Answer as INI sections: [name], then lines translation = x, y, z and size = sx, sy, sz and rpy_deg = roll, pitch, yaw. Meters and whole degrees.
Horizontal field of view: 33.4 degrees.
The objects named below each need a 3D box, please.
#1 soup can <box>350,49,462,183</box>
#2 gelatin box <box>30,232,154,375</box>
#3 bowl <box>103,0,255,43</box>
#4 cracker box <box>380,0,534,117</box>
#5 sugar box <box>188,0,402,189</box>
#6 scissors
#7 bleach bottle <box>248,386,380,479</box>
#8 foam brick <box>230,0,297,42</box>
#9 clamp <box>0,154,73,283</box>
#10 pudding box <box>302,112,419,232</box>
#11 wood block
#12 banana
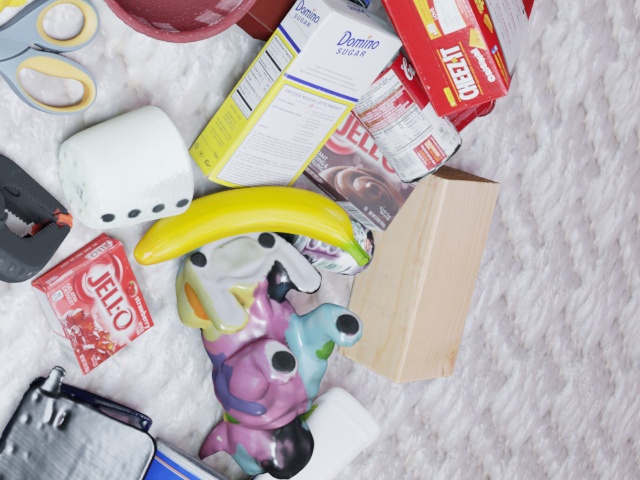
[soup can]
translation = 0.069, -0.109, 0.933
size = 0.068, 0.069, 0.102
rpy_deg = -45, 108, -23
[gelatin box]
translation = -0.179, 0.050, 0.845
size = 0.073, 0.030, 0.089
rpy_deg = -37, 130, -30
[bowl]
translation = -0.111, -0.225, 0.767
size = 0.161, 0.055, 0.162
rpy_deg = -12, 110, -35
[cracker box]
translation = 0.112, -0.227, 0.900
size = 0.164, 0.072, 0.213
rpy_deg = 61, 29, -24
[sugar box]
translation = -0.021, -0.117, 0.872
size = 0.093, 0.048, 0.176
rpy_deg = 12, 123, -49
[scissors]
translation = -0.226, -0.147, 0.722
size = 0.201, 0.016, 0.096
rpy_deg = 26, 86, -48
[bleach bottle]
translation = -0.054, 0.252, 1.015
size = 0.250, 0.068, 0.103
rpy_deg = -44, 176, -22
[foam brick]
translation = -0.050, -0.198, 0.854
size = 0.078, 0.051, 0.053
rpy_deg = 33, 83, -47
[clamp]
translation = -0.229, -0.010, 0.703
size = 0.209, 0.036, 0.164
rpy_deg = 28, 44, -66
[pudding box]
translation = 0.037, -0.076, 0.978
size = 0.113, 0.039, 0.090
rpy_deg = 41, 76, -22
[wood block]
translation = 0.098, 0.028, 1.076
size = 0.090, 0.090, 0.206
rpy_deg = -1, 108, -46
[banana]
translation = -0.056, -0.013, 0.872
size = 0.197, 0.069, 0.037
rpy_deg = -1, 141, -17
